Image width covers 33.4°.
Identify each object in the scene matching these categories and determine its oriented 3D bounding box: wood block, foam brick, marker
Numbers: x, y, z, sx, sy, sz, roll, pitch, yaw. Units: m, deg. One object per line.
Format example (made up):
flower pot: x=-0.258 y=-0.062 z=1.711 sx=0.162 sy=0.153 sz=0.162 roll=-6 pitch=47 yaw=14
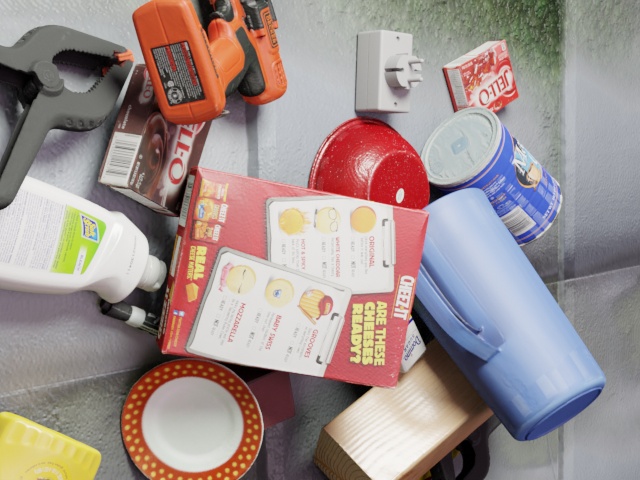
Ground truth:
wood block: x=0.102 y=0.186 z=1.123 sx=0.205 sy=0.091 sz=0.090 roll=-35 pitch=157 yaw=-26
foam brick: x=-0.070 y=0.146 z=1.014 sx=0.052 sy=0.078 sz=0.051 roll=-17 pitch=104 yaw=-39
marker: x=-0.151 y=0.078 z=0.976 sx=0.121 sy=0.020 sz=0.020 roll=29 pitch=75 yaw=-38

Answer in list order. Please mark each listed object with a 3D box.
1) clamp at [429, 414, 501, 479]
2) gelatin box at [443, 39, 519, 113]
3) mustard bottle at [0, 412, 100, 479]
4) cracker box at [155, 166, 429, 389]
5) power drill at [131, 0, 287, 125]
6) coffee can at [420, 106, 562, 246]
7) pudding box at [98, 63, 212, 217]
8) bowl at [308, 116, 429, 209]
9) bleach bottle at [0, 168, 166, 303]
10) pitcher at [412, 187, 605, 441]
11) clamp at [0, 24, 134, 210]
clamp: x=0.170 y=0.219 z=1.208 sx=0.120 sy=0.039 sz=0.171 roll=19 pitch=60 yaw=-15
gelatin box: x=0.188 y=-0.183 z=1.238 sx=0.089 sy=0.030 sz=0.073 roll=-32 pitch=114 yaw=-34
mustard bottle: x=-0.260 y=0.244 z=0.871 sx=0.096 sy=0.058 sz=0.191 roll=34 pitch=72 yaw=-37
cracker box: x=-0.026 y=0.033 z=0.952 sx=0.213 sy=0.072 sz=0.164 roll=10 pitch=92 yaw=-14
power drill: x=-0.093 y=-0.190 z=0.929 sx=0.187 sy=0.057 sz=0.184 roll=-51 pitch=127 yaw=-60
coffee can: x=0.194 y=-0.070 z=1.206 sx=0.140 sy=0.103 sz=0.102 roll=38 pitch=69 yaw=-37
pudding box: x=-0.142 y=-0.087 z=0.939 sx=0.090 sy=0.039 sz=0.113 roll=32 pitch=74 yaw=-59
bowl: x=0.064 y=-0.050 z=1.127 sx=0.161 sy=0.055 sz=0.162 roll=-5 pitch=98 yaw=-41
bleach bottle: x=-0.234 y=0.004 z=0.869 sx=0.250 sy=0.068 sz=0.102 roll=23 pitch=77 yaw=-42
pitcher: x=0.168 y=0.076 z=1.071 sx=0.149 sy=0.243 sz=0.145 roll=-26 pitch=155 yaw=-16
clamp: x=-0.225 y=-0.113 z=0.852 sx=0.209 sy=0.036 sz=0.164 roll=-20 pitch=83 yaw=-50
